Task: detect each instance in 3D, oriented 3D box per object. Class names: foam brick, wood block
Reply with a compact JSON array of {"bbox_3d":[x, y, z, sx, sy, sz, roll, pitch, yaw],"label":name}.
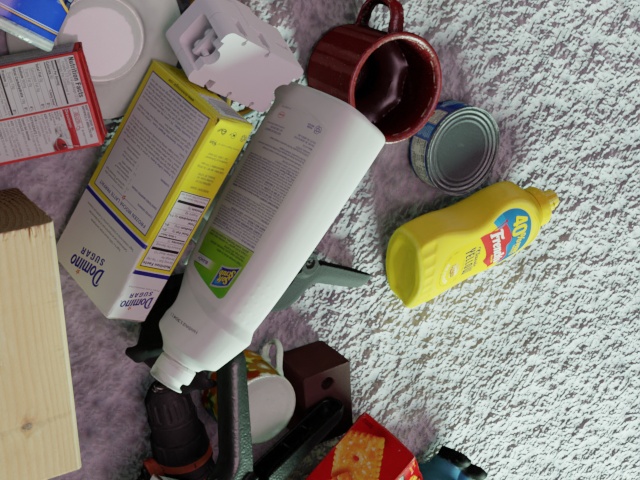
[{"bbox_3d":[-0.005,0.143,1.006,0.052,0.051,0.078,-18,118,-27],"label":"foam brick"},{"bbox_3d":[-0.245,0.077,0.799,0.090,0.090,0.206,-14,116,-29],"label":"wood block"}]

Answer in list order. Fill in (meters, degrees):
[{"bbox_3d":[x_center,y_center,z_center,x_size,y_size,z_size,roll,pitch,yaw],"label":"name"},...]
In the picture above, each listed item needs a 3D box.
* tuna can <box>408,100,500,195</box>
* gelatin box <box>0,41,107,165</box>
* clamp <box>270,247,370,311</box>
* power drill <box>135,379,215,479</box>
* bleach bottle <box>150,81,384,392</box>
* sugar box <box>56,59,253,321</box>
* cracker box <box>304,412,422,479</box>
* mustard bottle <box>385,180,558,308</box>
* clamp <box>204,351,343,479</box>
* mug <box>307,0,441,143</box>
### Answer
[{"bbox_3d":[0.126,-0.088,1.006,0.086,0.034,0.086,-13,116,-28],"label":"tuna can"},{"bbox_3d":[-0.206,-0.098,0.770,0.089,0.030,0.073,-12,118,-2],"label":"gelatin box"},{"bbox_3d":[-0.017,0.003,0.937,0.171,0.039,0.120,-19,112,-43],"label":"clamp"},{"bbox_3d":[-0.176,0.225,0.925,0.187,0.057,0.184,-24,121,-23],"label":"power drill"},{"bbox_3d":[-0.055,0.001,0.828,0.068,0.103,0.251,37,85,-43],"label":"bleach bottle"},{"bbox_3d":[-0.129,-0.036,0.806,0.048,0.093,0.176,11,115,-49],"label":"sugar box"},{"bbox_3d":[0.000,0.272,1.009,0.213,0.072,0.164,-46,162,-8],"label":"cracker box"},{"bbox_3d":[0.156,-0.008,1.039,0.191,0.058,0.096,-24,142,-24],"label":"mustard bottle"},{"bbox_3d":[-0.056,0.205,0.906,0.164,0.036,0.210,25,79,-47],"label":"clamp"},{"bbox_3d":[0.043,-0.148,0.897,0.093,0.082,0.117,-5,112,-31],"label":"mug"}]
